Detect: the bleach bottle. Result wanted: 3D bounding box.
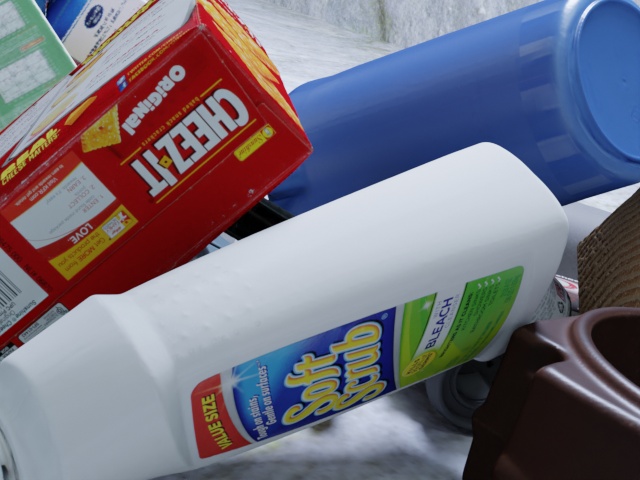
[{"bbox_3d":[-0.021,0.040,0.398,0.250,0.103,0.068,-21,57,-33],"label":"bleach bottle"}]

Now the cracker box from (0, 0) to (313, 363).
[{"bbox_3d":[-0.095,-0.038,0.487,0.072,0.164,0.214,48,8,-19],"label":"cracker box"}]

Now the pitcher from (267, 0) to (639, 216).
[{"bbox_3d":[0.093,-0.067,0.654,0.145,0.149,0.243,40,-31,-26],"label":"pitcher"}]
